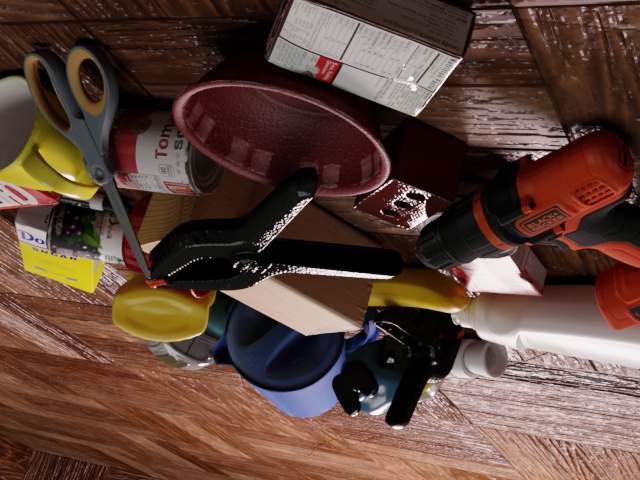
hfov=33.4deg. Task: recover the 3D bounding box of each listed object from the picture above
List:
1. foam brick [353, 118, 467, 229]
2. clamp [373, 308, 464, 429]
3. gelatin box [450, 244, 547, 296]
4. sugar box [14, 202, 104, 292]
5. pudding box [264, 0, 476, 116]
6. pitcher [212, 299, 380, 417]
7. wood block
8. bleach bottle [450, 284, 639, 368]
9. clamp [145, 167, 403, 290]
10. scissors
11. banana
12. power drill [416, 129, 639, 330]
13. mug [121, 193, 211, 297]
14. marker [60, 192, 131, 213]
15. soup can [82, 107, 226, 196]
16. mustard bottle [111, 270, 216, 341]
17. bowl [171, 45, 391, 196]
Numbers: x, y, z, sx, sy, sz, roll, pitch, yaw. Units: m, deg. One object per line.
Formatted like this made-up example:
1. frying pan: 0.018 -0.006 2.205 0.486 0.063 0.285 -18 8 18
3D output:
1. foam brick: 0.068 -0.049 0.811 0.053 0.051 0.078 22 159 -14
2. clamp: 0.105 0.127 1.118 0.039 0.120 0.171 5 -176 34
3. gelatin box: 0.152 0.019 0.950 0.073 0.030 0.089 3 155 33
4. sugar box: -0.302 0.006 1.248 0.093 0.048 0.176 19 160 -4
5. pudding box: 0.028 -0.127 0.664 0.113 0.039 0.090 18 159 -8
6. pitcher: -0.019 0.134 1.263 0.149 0.145 0.243 25 165 13
7. wood block: -0.053 0.005 0.987 0.205 0.090 0.090 31 154 -31
8. bleach bottle: 0.234 0.074 0.984 0.251 0.068 0.102 4 156 35
9. clamp: -0.056 0.001 0.852 0.210 0.036 0.164 -8 150 19
10. scissors: -0.165 -0.069 0.843 0.096 0.016 0.202 -28 97 40
11. banana: 0.078 0.052 1.048 0.198 0.069 0.037 -3 111 45
12. power drill: 0.190 0.005 0.800 0.187 0.057 0.185 27 143 -32
13. mug: -0.139 -0.001 1.064 0.081 0.093 0.117 16 -164 16
14. marker: -0.255 -0.046 1.117 0.121 0.020 0.020 12 159 13
15. soup can: -0.135 -0.074 0.882 0.102 0.068 0.068 7 157 23
16. mustard bottle: -0.161 0.053 1.153 0.096 0.058 0.191 5 -167 -1
17. bowl: -0.022 -0.092 0.766 0.162 0.055 0.162 15 159 6
